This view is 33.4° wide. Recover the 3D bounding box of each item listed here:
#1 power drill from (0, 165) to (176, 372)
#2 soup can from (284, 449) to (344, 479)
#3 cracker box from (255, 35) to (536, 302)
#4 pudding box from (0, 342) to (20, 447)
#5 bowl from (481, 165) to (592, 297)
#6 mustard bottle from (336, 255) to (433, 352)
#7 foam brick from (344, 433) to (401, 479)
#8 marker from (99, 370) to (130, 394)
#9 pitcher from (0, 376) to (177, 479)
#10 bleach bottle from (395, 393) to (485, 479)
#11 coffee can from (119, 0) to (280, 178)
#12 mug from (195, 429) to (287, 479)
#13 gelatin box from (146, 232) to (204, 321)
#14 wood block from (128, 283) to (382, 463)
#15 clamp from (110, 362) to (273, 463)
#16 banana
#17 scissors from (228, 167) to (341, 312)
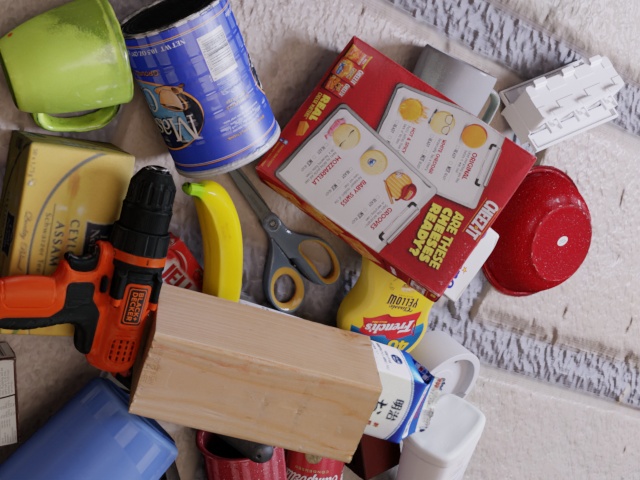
[{"bbox_3d":[-0.216,0.016,0.876,0.187,0.057,0.184,9,101,-32],"label":"power drill"},{"bbox_3d":[-0.004,0.217,1.145,0.068,0.069,0.102,0,106,-31],"label":"soup can"},{"bbox_3d":[0.071,-0.067,1.029,0.214,0.072,0.164,35,84,8],"label":"cracker box"},{"bbox_3d":[-0.327,0.145,0.946,0.113,0.039,0.090,-7,110,-27],"label":"pudding box"},{"bbox_3d":[0.264,-0.004,1.244,0.161,0.055,0.162,-10,110,-29],"label":"bowl"},{"bbox_3d":[0.070,0.074,1.127,0.096,0.058,0.192,9,125,-19],"label":"mustard bottle"},{"bbox_3d":[0.052,0.216,1.188,0.051,0.053,0.078,-20,114,-25],"label":"foam brick"},{"bbox_3d":[-0.164,0.152,1.058,0.121,0.020,0.020,28,90,-34],"label":"marker"},{"bbox_3d":[-0.245,0.248,0.976,0.242,0.149,0.145,-47,111,-9],"label":"pitcher"},{"bbox_3d":[0.116,0.293,1.210,0.102,0.068,0.251,-34,145,-44],"label":"bleach bottle"},{"bbox_3d":[-0.107,-0.141,0.947,0.102,0.103,0.140,-32,119,-19],"label":"coffee can"},{"bbox_3d":[-0.072,0.225,1.104,0.117,0.093,0.081,-48,139,-54],"label":"mug"},{"bbox_3d":[-0.144,0.049,1.029,0.073,0.030,0.089,-41,123,-16],"label":"gelatin box"},{"bbox_3d":[-0.060,0.121,0.967,0.206,0.091,0.090,15,114,-13],"label":"wood block"},{"bbox_3d":[-0.118,0.157,1.032,0.171,0.120,0.039,22,104,-30],"label":"clamp"},{"bbox_3d":[-0.101,0.020,0.999,0.069,0.037,0.198,-32,131,-40],"label":"banana"},{"bbox_3d":[-0.057,0.001,1.074,0.201,0.016,0.096,38,86,-35],"label":"scissors"}]
